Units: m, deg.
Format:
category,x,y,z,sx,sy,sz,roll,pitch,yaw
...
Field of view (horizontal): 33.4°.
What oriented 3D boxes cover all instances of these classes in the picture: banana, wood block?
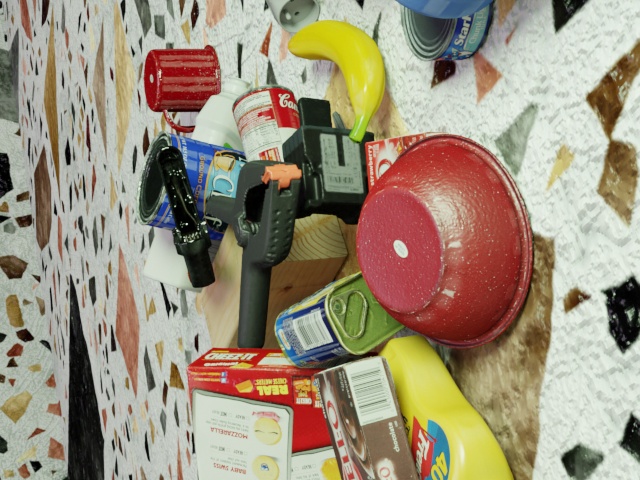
category,x,y,z,sx,sy,sz,roll,pitch,yaw
banana,0.017,-0.160,0.949,0.070,0.037,0.198,-44,35,12
wood block,-0.054,0.038,1.108,0.206,0.090,0.090,119,140,-52

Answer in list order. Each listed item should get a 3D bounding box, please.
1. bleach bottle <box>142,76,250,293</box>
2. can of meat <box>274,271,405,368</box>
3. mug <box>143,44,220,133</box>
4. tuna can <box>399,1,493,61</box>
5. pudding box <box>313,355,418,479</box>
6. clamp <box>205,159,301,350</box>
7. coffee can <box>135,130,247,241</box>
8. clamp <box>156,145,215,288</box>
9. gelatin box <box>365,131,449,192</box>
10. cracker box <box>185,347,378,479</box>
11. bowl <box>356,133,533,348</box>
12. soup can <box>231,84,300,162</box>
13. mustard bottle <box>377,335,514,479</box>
category,x,y,z,sx,sy,sz,roll,pitch,yaw
bleach bottle,-0.129,-0.066,1.248,0.102,0.068,0.251,22,-95,-68
can of meat,0.022,0.061,0.881,0.084,0.101,0.057,-24,93,51
mug,-0.180,-0.196,1.385,0.093,0.081,0.117,157,108,-67
tuna can,0.093,-0.176,0.789,0.086,0.033,0.086,176,90,-68
pudding box,0.035,0.150,0.824,0.090,0.039,0.113,143,115,-70
clamp,-0.056,0.001,0.945,0.210,0.036,0.164,131,128,-62
coffee can,-0.115,-0.052,1.147,0.103,0.140,0.103,-39,45,53
clamp,-0.125,0.002,1.042,0.171,0.039,0.120,79,178,-52
gelatin box,0.071,-0.038,0.850,0.073,0.030,0.089,-4,90,54
cracker box,-0.024,0.205,0.953,0.072,0.164,0.214,-35,-59,-68
bowl,0.076,0.004,0.779,0.162,0.055,0.162,12,106,49
soup can,-0.048,-0.100,1.101,0.069,0.068,0.102,125,136,-57
mustard bottle,0.097,0.163,0.807,0.192,0.058,0.096,-124,36,-50
